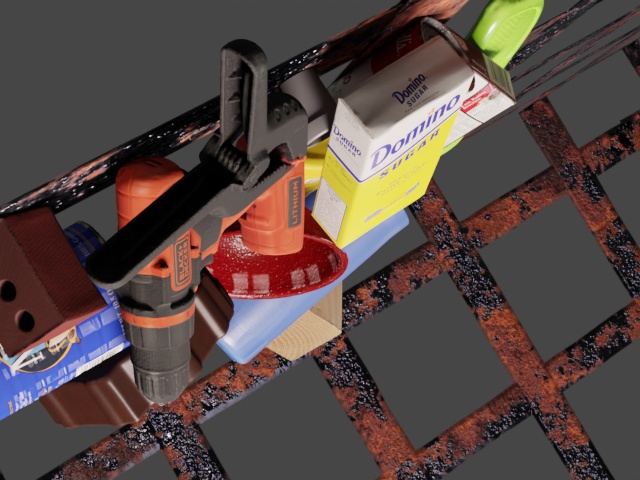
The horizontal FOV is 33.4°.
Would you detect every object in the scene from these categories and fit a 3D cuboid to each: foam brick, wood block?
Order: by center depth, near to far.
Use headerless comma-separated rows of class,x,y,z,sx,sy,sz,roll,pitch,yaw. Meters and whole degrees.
foam brick,-0.185,0.026,0.678,0.053,0.078,0.051,-32,179,22
wood block,-0.033,0.032,1.331,0.091,0.090,0.206,-33,-142,32

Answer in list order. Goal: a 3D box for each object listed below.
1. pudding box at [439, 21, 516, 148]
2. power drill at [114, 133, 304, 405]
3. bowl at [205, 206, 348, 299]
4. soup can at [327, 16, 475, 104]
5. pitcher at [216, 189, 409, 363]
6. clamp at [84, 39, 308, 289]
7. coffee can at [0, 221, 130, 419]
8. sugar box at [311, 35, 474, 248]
pudding box,0.103,-0.131,0.927,0.090,0.039,0.113,-31,142,31
power drill,-0.079,0.007,0.788,0.057,0.184,0.187,15,-151,24
bowl,-0.056,0.001,0.977,0.162,0.055,0.162,-3,156,-1
soup can,0.062,-0.121,0.849,0.102,0.068,0.068,-32,178,31
pitcher,-0.033,0.011,1.120,0.242,0.145,0.149,-44,137,-7
clamp,-0.061,-0.043,0.667,0.165,0.036,0.209,-52,171,11
coffee can,-0.214,0.062,0.779,0.140,0.103,0.103,-30,178,-25
sugar box,0.049,-0.066,0.785,0.093,0.048,0.176,-34,166,-19
